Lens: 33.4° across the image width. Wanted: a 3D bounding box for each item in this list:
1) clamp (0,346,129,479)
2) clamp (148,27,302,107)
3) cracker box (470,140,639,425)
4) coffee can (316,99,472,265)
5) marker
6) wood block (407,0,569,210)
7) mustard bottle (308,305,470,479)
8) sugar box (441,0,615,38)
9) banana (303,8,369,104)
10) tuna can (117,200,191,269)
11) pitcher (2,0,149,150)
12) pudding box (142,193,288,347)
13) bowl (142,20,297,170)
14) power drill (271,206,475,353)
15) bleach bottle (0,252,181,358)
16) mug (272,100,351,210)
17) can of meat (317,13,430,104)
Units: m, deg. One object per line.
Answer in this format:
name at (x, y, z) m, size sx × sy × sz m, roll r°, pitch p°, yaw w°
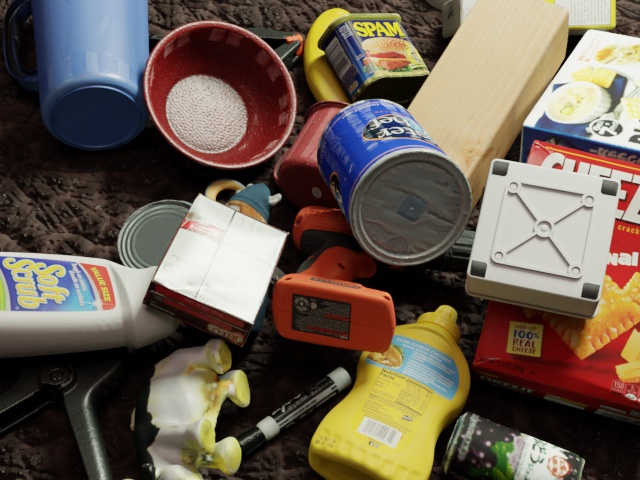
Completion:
clamp at (-0.229, 0.126, 0.894) m, size 0.164 × 0.036 × 0.210 m, roll 6°, pitch 47°, yaw 4°
clamp at (-0.106, -0.204, 1.182) m, size 0.171 × 0.039 × 0.120 m, roll -21°, pitch 60°, yaw -23°
cracker box at (0.235, 0.036, 0.925) m, size 0.164 × 0.072 × 0.213 m, roll 15°, pitch 75°, yaw 10°
coffee can at (0.060, -0.054, 0.926) m, size 0.102 × 0.103 × 0.140 m, roll -7°, pitch 26°, yaw -9°
marker at (-0.025, 0.146, 0.900) m, size 0.121 × 0.020 × 0.020 m, roll -31°, pitch 58°, yaw -26°
wood block at (0.159, -0.143, 1.067) m, size 0.091 × 0.090 × 0.206 m, roll 27°, pitch 74°, yaw 19°
mustard bottle at (0.072, 0.127, 0.895) m, size 0.096 × 0.058 × 0.191 m, roll 22°, pitch 52°, yaw 15°
sugar box at (0.233, -0.256, 1.209) m, size 0.176 × 0.048 × 0.093 m, roll 0°, pitch 6°, yaw -6°
banana at (0.014, -0.202, 1.187) m, size 0.069 × 0.037 × 0.197 m, roll 7°, pitch 50°, yaw 3°
tuna can at (-0.143, 0.007, 0.992) m, size 0.086 × 0.034 × 0.086 m, roll -3°, pitch 59°, yaw 5°
pitcher at (-0.252, -0.212, 1.133) m, size 0.144 × 0.149 × 0.243 m, roll 8°, pitch 49°, yaw -25°
pudding box at (-0.085, 0.023, 0.887) m, size 0.090 × 0.039 × 0.113 m, roll 25°, pitch 48°, yaw -4°
bowl at (-0.108, -0.140, 1.091) m, size 0.161 × 0.055 × 0.162 m, roll 7°, pitch 71°, yaw -21°
power drill at (0.047, 0.029, 0.940) m, size 0.184 × 0.057 × 0.187 m, roll 7°, pitch 24°, yaw 14°
bleach bottle at (-0.221, 0.050, 0.902) m, size 0.250 × 0.068 × 0.102 m, roll -2°, pitch 43°, yaw -5°
mug at (0.000, -0.076, 1.054) m, size 0.117 × 0.093 × 0.081 m, roll -1°, pitch 47°, yaw 38°
can of meat at (0.060, -0.193, 1.145) m, size 0.101 × 0.058 × 0.084 m, roll -10°, pitch 64°, yaw -39°
